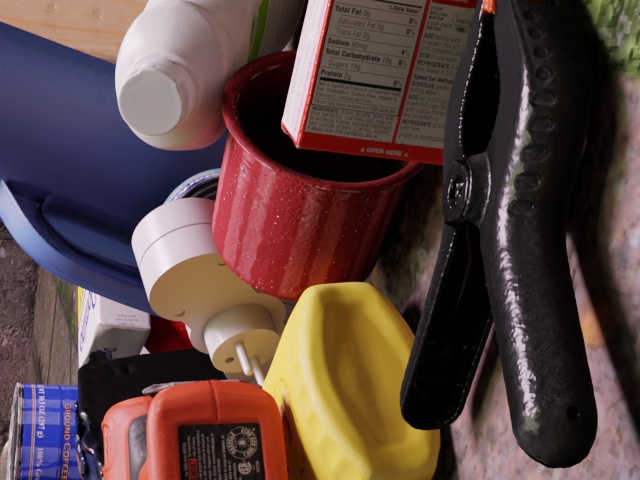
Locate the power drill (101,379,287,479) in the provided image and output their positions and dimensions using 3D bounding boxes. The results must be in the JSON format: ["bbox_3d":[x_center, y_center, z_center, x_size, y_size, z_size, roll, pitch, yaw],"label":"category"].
[{"bbox_3d":[-0.066,0.150,0.491,0.188,0.057,0.184,135,130,-61],"label":"power drill"}]

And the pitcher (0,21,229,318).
[{"bbox_3d":[-0.157,-0.051,0.670,0.149,0.242,0.145,18,88,57],"label":"pitcher"}]

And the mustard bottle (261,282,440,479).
[{"bbox_3d":[-0.008,0.108,0.505,0.192,0.058,0.096,117,141,-50],"label":"mustard bottle"}]

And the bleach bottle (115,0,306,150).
[{"bbox_3d":[-0.053,-0.117,0.549,0.250,0.068,0.103,-74,-4,-64],"label":"bleach bottle"}]

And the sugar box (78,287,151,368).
[{"bbox_3d":[-0.164,0.011,0.833,0.093,0.048,0.176,122,149,-52],"label":"sugar box"}]

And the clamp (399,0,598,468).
[{"bbox_3d":[0.064,-0.008,0.353,0.120,0.039,0.171,-165,80,-70],"label":"clamp"}]

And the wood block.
[{"bbox_3d":[-0.165,-0.135,0.799,0.091,0.205,0.090,116,153,-48],"label":"wood block"}]

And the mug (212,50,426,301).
[{"bbox_3d":[0.000,-0.033,0.493,0.117,0.093,0.082,-60,-9,-45],"label":"mug"}]

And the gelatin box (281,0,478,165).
[{"bbox_3d":[0.030,-0.077,0.417,0.030,0.073,0.089,-121,40,-60],"label":"gelatin box"}]

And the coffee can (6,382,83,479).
[{"bbox_3d":[-0.172,0.166,0.843,0.103,0.140,0.103,-175,90,-72],"label":"coffee can"}]
